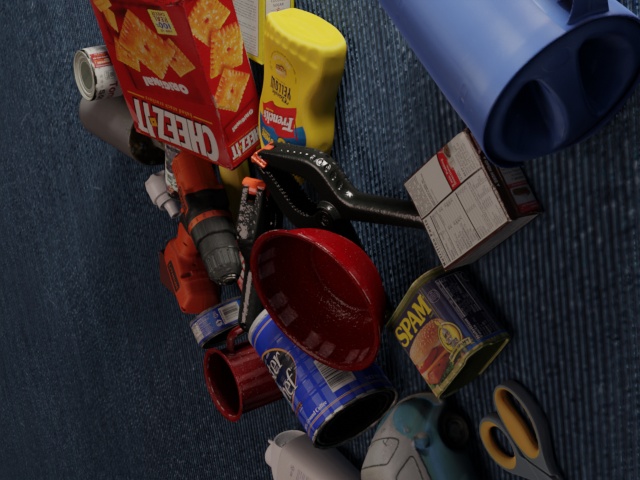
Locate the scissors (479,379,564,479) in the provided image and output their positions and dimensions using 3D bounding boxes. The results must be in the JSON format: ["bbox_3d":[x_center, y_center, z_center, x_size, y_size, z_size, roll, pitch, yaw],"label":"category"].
[{"bbox_3d":[0.196,0.220,0.930,0.202,0.016,0.096,66,151,13],"label":"scissors"}]

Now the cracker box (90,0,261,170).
[{"bbox_3d":[-0.153,-0.193,1.129,0.164,0.072,0.213,24,143,35],"label":"cracker box"}]

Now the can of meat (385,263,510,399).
[{"bbox_3d":[0.114,0.082,0.957,0.084,0.057,0.102,56,146,22],"label":"can of meat"}]

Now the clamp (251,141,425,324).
[{"bbox_3d":[0.016,-0.019,1.043,0.210,0.036,0.165,35,137,21],"label":"clamp"}]

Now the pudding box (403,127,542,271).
[{"bbox_3d":[0.125,-0.036,0.898,0.090,0.039,0.114,65,151,12],"label":"pudding box"}]

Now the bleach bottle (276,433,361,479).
[{"bbox_3d":[0.047,0.319,1.179,0.251,0.067,0.102,35,133,44],"label":"bleach bottle"}]

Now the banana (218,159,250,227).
[{"bbox_3d":[-0.110,-0.113,1.254,0.070,0.037,0.198,176,80,-77],"label":"banana"}]

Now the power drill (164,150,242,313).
[{"bbox_3d":[-0.141,0.010,1.279,0.188,0.057,0.184,110,147,-53],"label":"power drill"}]

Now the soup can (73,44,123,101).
[{"bbox_3d":[-0.258,-0.221,1.375,0.069,0.102,0.068,33,131,48],"label":"soup can"}]

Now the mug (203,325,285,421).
[{"bbox_3d":[-0.086,0.152,1.295,0.093,0.081,0.117,26,126,52],"label":"mug"}]

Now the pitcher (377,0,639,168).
[{"bbox_3d":[0.113,-0.184,0.760,0.149,0.144,0.243,-46,56,21],"label":"pitcher"}]

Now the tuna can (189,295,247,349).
[{"bbox_3d":[-0.116,0.101,1.316,0.034,0.086,0.086,63,148,13],"label":"tuna can"}]

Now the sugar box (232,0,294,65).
[{"bbox_3d":[-0.065,-0.278,1.087,0.093,0.048,0.176,36,131,45],"label":"sugar box"}]

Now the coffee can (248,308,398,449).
[{"bbox_3d":[0.002,0.132,1.120,0.140,0.102,0.103,55,145,28],"label":"coffee can"}]

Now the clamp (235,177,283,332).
[{"bbox_3d":[-0.058,0.001,1.146,0.039,0.120,0.171,11,123,13],"label":"clamp"}]

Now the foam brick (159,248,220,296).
[{"bbox_3d":[-0.174,0.044,1.416,0.078,0.052,0.051,37,134,46],"label":"foam brick"}]

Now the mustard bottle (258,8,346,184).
[{"bbox_3d":[-0.024,-0.129,1.079,0.096,0.058,0.192,39,136,36],"label":"mustard bottle"}]

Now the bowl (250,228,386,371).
[{"bbox_3d":[0.009,0.046,1.028,0.162,0.055,0.162,29,141,27],"label":"bowl"}]
